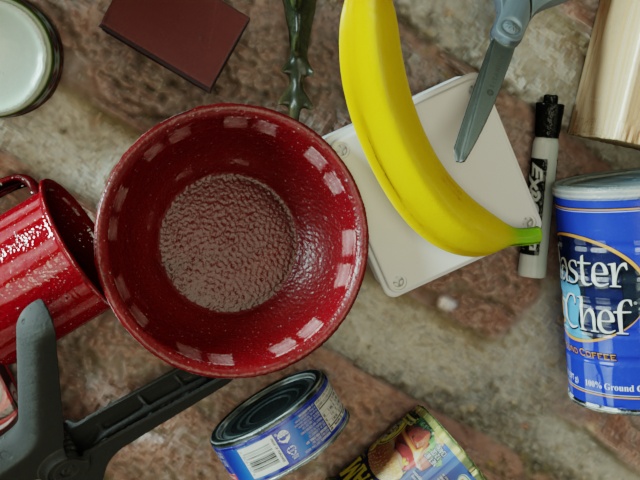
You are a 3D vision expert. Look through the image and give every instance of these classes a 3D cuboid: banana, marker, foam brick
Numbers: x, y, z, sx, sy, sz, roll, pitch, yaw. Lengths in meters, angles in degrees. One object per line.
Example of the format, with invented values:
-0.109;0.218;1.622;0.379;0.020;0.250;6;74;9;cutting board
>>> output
0.055;-0.062;0.628;0.069;0.037;0.198;-39;104;-27;banana
0.146;-0.036;0.706;0.020;0.020;0.121;4;97;-7;marker
-0.089;-0.131;0.651;0.078;0.053;0.051;30;94;-9;foam brick

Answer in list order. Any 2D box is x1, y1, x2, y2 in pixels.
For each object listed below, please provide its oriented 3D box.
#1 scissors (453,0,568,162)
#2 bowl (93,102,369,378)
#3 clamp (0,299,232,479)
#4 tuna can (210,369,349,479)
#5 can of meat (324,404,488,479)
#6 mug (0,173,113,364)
0.102;-0.142;0.649;0.096;0.016;0.201;38;65;4;scissors
-0.054;0.001;0.647;0.162;0.055;0.162;0;88;-8;bowl
-0.153;0.128;0.667;0.164;0.036;0.210;13;119;-44;clamp
-0.026;0.118;0.675;0.086;0.086;0.034;-31;99;-1;tuna can
0.057;0.158;0.682;0.084;0.102;0.057;-41;100;-2;can of meat
-0.181;0.013;0.650;0.081;0.093;0.117;-30;69;3;mug
